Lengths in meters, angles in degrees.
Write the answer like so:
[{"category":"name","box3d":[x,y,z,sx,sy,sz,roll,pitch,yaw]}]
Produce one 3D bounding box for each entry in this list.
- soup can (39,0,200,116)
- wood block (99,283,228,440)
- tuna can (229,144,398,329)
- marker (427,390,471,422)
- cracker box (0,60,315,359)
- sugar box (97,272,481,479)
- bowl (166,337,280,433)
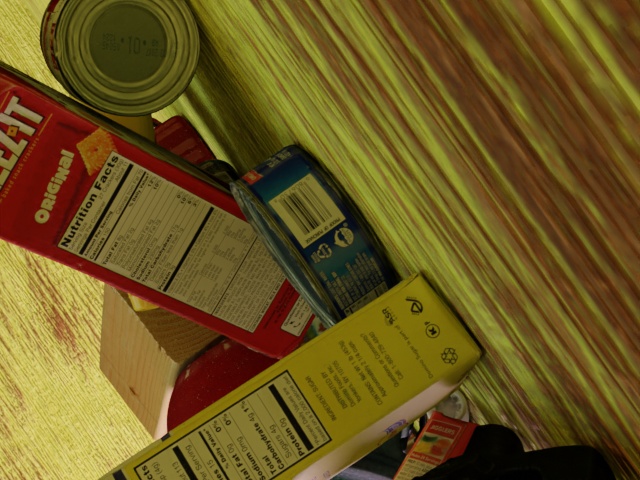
[{"category":"soup can","box3d":[-0.101,-0.098,0.525,0.068,0.068,0.102,57,172,-19]},{"category":"wood block","box3d":[-0.117,0.077,0.864,0.091,0.090,0.206,50,154,12]},{"category":"tuna can","box3d":[-0.002,0.001,0.470,0.086,0.033,0.086,54,173,9]},{"category":"marker","box3d":[0.070,0.104,0.535,0.020,0.020,0.121,50,172,31]},{"category":"cracker box","box3d":[-0.116,-0.026,0.545,0.213,0.072,0.164,28,-178,-39]},{"category":"sugar box","box3d":[-0.023,0.085,0.421,0.048,0.176,0.093,53,173,15]},{"category":"bowl","box3d":[-0.053,0.104,0.780,0.055,0.162,0.162,57,174,14]}]
